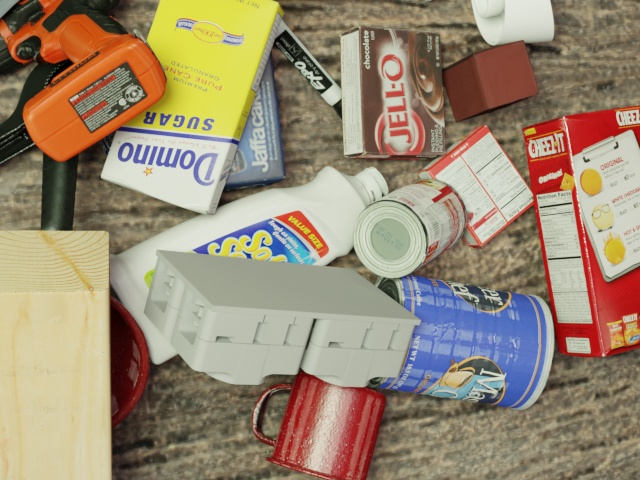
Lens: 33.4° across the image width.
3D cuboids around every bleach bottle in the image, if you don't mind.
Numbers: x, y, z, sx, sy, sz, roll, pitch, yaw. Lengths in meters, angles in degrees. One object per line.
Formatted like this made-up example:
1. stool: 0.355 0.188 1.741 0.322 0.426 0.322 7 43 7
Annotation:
1. bleach bottle: -0.056 0.001 0.906 0.250 0.068 0.102 -30 109 -15

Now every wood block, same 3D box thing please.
1. wood block: -0.197 0.104 0.779 0.090 0.091 0.206 0 117 -11

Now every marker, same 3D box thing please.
1. marker: -0.006 -0.149 0.946 0.020 0.020 0.121 -44 99 -11

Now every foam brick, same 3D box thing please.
1. foam brick: 0.151 -0.142 0.956 0.053 0.078 0.051 -17 92 -15

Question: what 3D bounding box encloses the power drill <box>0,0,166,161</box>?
1. power drill: -0.210 -0.138 0.817 0.184 0.188 0.057 -35 136 -4

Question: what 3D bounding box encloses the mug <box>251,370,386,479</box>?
1. mug: -0.003 0.158 0.913 0.117 0.093 0.081 12 79 22

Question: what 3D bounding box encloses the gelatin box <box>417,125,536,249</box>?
1. gelatin box: 0.144 -0.049 0.978 0.073 0.030 0.089 -39 99 -13

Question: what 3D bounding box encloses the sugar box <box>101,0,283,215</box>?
1. sugar box: -0.102 -0.117 0.850 0.093 0.048 0.176 19 91 4

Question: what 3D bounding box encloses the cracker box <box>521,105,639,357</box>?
1. cracker box: 0.281 -0.013 0.979 0.163 0.072 0.214 -10 91 -28

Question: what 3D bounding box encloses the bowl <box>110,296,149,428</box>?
1. bowl: -0.218 0.086 0.850 0.162 0.055 0.162 -4 118 -8

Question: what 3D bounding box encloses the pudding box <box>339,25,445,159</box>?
1. pudding box: 0.063 -0.128 0.942 0.089 0.039 0.113 -3 89 -34

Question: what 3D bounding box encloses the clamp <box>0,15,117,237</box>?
1. clamp: -0.225 -0.094 0.858 0.165 0.036 0.210 11 64 27

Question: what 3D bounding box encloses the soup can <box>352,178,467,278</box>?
1. soup can: 0.078 -0.011 0.913 0.069 0.102 0.068 7 106 25

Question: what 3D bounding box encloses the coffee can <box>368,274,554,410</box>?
1. coffee can: 0.117 0.087 0.930 0.140 0.103 0.103 10 86 -14
